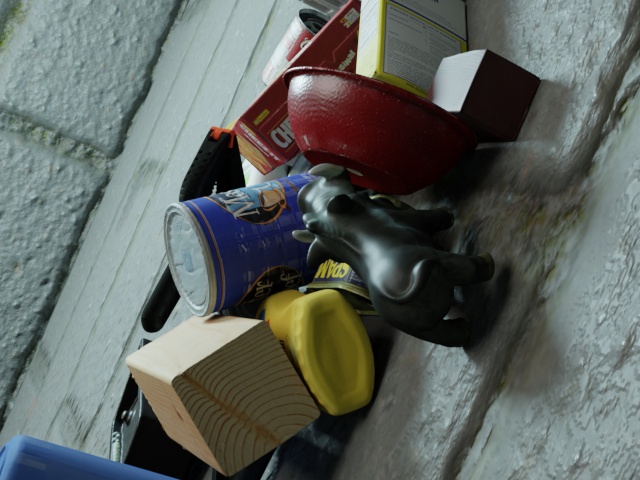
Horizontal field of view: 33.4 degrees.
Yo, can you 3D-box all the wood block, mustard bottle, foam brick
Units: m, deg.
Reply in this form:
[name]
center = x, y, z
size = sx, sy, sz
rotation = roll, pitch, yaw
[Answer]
[wood block]
center = -0.090, 0.123, 0.902
size = 0.090, 0.091, 0.206
rotation = -32, 9, -18
[mustard bottle]
center = -0.017, 0.090, 0.907
size = 0.192, 0.058, 0.096
rotation = -6, 103, 71
[foam brick]
center = 0.120, -0.109, 0.814
size = 0.053, 0.051, 0.078
rotation = -66, 18, -3

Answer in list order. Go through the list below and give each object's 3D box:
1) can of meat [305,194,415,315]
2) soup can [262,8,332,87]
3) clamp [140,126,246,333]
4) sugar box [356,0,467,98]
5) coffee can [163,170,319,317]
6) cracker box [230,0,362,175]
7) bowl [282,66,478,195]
[can of meat]
center = 0.040, 0.013, 0.881
size = 0.084, 0.057, 0.102
rotation = -67, 18, -11
[soup can]
center = -0.022, -0.230, 1.339
size = 0.102, 0.068, 0.068
rotation = -55, 21, 33
[clamp]
center = -0.118, -0.007, 1.069
size = 0.164, 0.036, 0.210
rotation = -18, -62, -59
[sugar box]
center = 0.080, -0.165, 0.930
size = 0.048, 0.093, 0.176
rotation = -51, 22, 38
[coffee can]
center = -0.056, 0.001, 0.953
size = 0.103, 0.140, 0.103
rotation = 42, 140, 49
[cracker box]
center = -0.015, -0.151, 1.106
size = 0.164, 0.072, 0.214
rotation = -48, 7, -6
[bowl]
center = 0.038, -0.077, 0.831
size = 0.055, 0.162, 0.162
rotation = -69, 18, -7
